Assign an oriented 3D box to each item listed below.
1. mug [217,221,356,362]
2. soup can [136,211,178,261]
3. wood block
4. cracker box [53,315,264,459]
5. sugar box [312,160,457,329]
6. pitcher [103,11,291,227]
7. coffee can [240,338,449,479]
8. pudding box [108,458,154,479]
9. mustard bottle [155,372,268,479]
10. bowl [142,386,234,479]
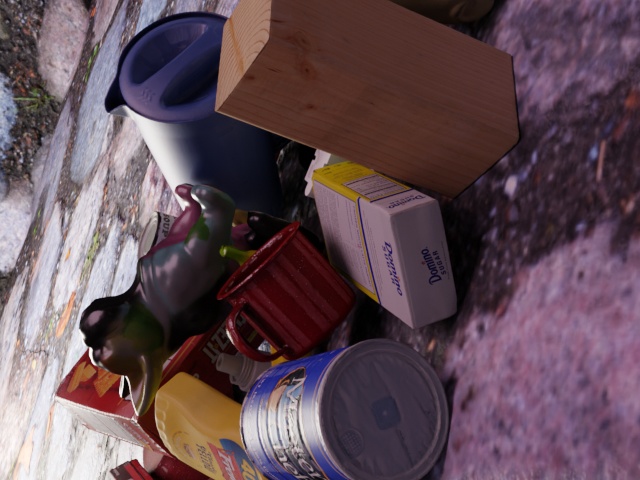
[{"bbox_3d":[-0.031,0.052,0.875,0.093,0.081,0.117,-33,13,49],"label":"mug"},{"bbox_3d":[-0.160,0.011,1.277,0.069,0.102,0.068,-49,31,43],"label":"soup can"},{"bbox_3d":[0.036,-0.117,0.794,0.090,0.205,0.091,-45,35,48],"label":"wood block"},{"bbox_3d":[-0.176,0.132,1.138,0.214,0.072,0.164,-1,48,54],"label":"cracker box"},{"bbox_3d":[0.047,-0.002,0.842,0.176,0.048,0.093,-148,42,-64],"label":"sugar box"},{"bbox_3d":[-0.098,-0.104,1.069,0.145,0.149,0.243,-63,-21,-25],"label":"pitcher"},{"bbox_3d":[0.014,0.132,0.788,0.141,0.102,0.103,-25,51,61],"label":"coffee can"},{"bbox_3d":[-0.179,0.293,1.114,0.090,0.039,0.113,12,124,68],"label":"pudding box"},{"bbox_3d":[-0.058,0.184,0.910,0.192,0.058,0.096,20,136,40],"label":"mustard bottle"},{"bbox_3d":[-0.152,0.215,1.165,0.162,0.055,0.162,-47,33,45],"label":"bowl"}]
